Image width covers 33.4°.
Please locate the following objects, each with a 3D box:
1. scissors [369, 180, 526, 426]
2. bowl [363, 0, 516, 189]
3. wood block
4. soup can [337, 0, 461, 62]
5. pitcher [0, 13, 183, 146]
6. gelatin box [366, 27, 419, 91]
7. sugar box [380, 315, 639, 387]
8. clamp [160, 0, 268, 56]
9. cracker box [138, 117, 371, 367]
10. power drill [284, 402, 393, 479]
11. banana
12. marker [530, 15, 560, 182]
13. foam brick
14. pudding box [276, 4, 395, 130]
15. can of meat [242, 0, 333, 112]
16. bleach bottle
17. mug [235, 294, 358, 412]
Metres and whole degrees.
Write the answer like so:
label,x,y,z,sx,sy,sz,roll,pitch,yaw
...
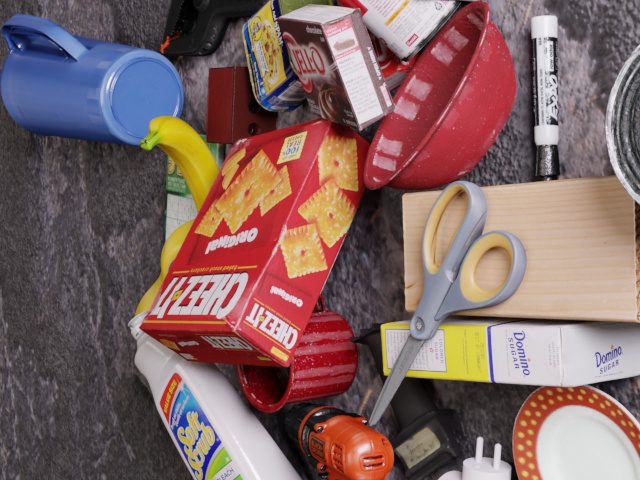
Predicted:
label,x,y,z,sx,sy,sz,roll,pitch,yaw
scissors,0.086,0.060,0.737,0.096,0.016,0.202,31,114,47
bowl,0.098,-0.096,0.800,0.162,0.055,0.162,-55,13,20
wood block,0.158,0.006,0.732,0.207,0.090,0.091,-3,89,54
soup can,0.052,-0.199,0.842,0.102,0.068,0.069,42,136,-6
pitcher,-0.274,-0.184,1.256,0.243,0.148,0.145,15,102,48
gelatin box,0.043,-0.164,0.924,0.089,0.030,0.073,-24,73,52
sugar box,0.135,0.077,0.764,0.177,0.093,0.048,-2,91,53
clamp,-0.114,-0.268,1.122,0.210,0.036,0.164,-30,68,50
cracker box,-0.056,0.001,0.950,0.164,0.072,0.213,-6,53,53
power drill,0.014,0.242,0.945,0.185,0.057,0.188,-175,80,-71
banana,-0.132,-0.068,1.083,0.037,0.197,0.069,9,63,27
marker,0.164,-0.102,0.777,0.020,0.020,0.121,-1,91,53
foam brick,-0.079,-0.134,1.070,0.051,0.052,0.078,10,100,52
pudding box,0.011,-0.143,0.864,0.114,0.039,0.090,29,144,65
can of meat,-0.028,-0.179,0.994,0.084,0.057,0.102,-29,68,55
bleach bottle,-0.115,0.181,1.063,0.251,0.067,0.103,53,131,13
mug,-0.020,0.095,0.979,0.093,0.081,0.117,1,93,53
